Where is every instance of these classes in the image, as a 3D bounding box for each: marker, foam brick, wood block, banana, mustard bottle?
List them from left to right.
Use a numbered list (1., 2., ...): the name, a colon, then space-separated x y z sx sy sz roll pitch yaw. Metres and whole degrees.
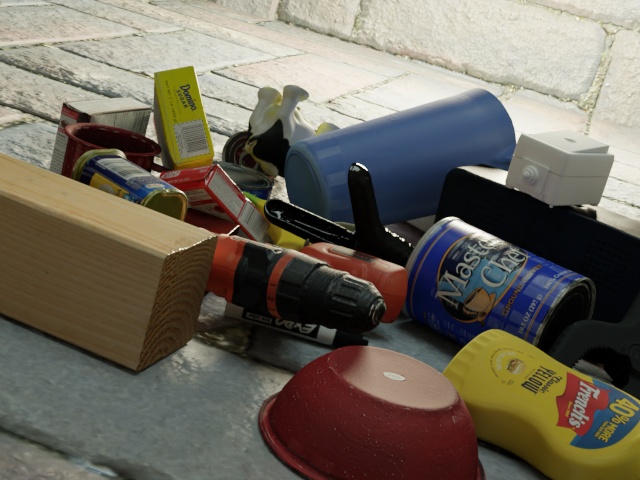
1. wood block: -0.193 0.009 0.794 0.206 0.091 0.090 20 17 16
2. foam brick: -0.110 0.011 0.931 0.051 0.053 0.078 18 18 8
3. banana: -0.040 0.003 1.047 0.069 0.037 0.198 8 19 -13
4. marker: -0.019 0.070 0.879 0.121 0.020 0.020 16 17 2
5. mustard bottle: 0.184 0.135 0.777 0.192 0.058 0.096 27 36 29

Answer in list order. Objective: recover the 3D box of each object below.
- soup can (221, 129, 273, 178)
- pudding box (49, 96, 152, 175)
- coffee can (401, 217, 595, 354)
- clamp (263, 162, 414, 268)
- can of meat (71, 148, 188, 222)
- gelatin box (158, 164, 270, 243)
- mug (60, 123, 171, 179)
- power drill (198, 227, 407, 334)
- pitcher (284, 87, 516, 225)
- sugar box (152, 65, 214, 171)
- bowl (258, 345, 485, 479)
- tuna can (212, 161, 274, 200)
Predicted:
1. soup can: -0.071 -0.107 1.312 0.068 0.068 0.102 20 17 13
2. pudding box: -0.229 -0.100 1.113 0.039 0.090 0.113 22 19 20
3. coffee can: 0.156 0.052 0.946 0.140 0.103 0.102 27 20 33
4. clamp: 0.029 0.004 0.983 0.120 0.171 0.039 -7 39 40
5. can of meat: -0.162 -0.013 0.876 0.084 0.102 0.057 29 22 32
6. gelatin box: -0.101 -0.030 0.984 0.073 0.030 0.089 -5 -42 40
7. mug: -0.194 -0.056 1.017 0.117 0.081 0.093 16 17 4
8. power drill: -0.001 0.034 0.863 0.185 0.057 0.187 18 3 29
9. pitcher: 0.083 -0.084 1.187 0.242 0.149 0.145 -15 73 -22
10. sugar box: -0.141 -0.106 1.081 0.048 0.093 0.176 -12 -5 -8
11. bowl: 0.042 0.116 0.725 0.162 0.055 0.162 15 17 -5
12. tuna can: -0.097 -0.059 1.196 0.086 0.034 0.086 14 17 -5
